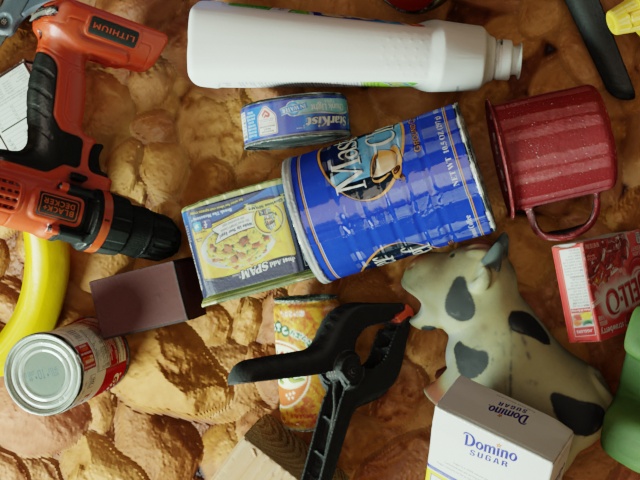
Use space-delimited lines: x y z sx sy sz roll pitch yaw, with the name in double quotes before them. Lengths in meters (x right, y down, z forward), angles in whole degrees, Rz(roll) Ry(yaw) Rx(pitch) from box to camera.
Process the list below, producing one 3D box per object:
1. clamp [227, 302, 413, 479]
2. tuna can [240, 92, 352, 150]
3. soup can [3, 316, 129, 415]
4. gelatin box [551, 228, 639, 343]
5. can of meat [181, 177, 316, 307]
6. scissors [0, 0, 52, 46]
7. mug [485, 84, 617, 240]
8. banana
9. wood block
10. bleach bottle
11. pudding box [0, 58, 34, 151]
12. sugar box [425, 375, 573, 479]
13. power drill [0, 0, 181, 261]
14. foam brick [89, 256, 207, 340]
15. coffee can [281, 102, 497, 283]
"clamp" 0.006 0.096 0.813 0.039 0.171 0.120 -5 128 47
"tuna can" -0.019 -0.093 0.839 0.086 0.086 0.034 -7 90 11
"soup can" -0.206 0.101 0.875 0.068 0.102 0.068 0 93 10
"gelatin box" 0.215 0.033 0.800 0.030 0.089 0.073 -11 89 45
"can of meat" -0.056 0.001 0.865 0.102 0.057 0.084 -15 87 10
"scissors" -0.242 -0.183 0.890 0.096 0.016 0.202 14 81 4
"mug" 0.176 -0.058 0.802 0.081 0.093 0.117 -12 87 6
"banana" -0.246 0.039 0.898 0.037 0.069 0.198 36 110 45
"wood block" -0.077 0.254 0.865 0.091 0.090 0.206 38 98 6
"bleach bottle" 0.028 -0.146 0.831 0.251 0.102 0.068 4 99 4
"pudding box" -0.254 -0.084 0.909 0.090 0.039 0.113 -29 89 9
"sugar box" 0.125 0.189 0.791 0.093 0.048 0.176 24 131 24
"power drill" -0.179 -0.085 0.855 0.057 0.184 0.187 0 76 53
"foam brick" -0.143 0.048 0.886 0.078 0.053 0.051 -14 90 11
"coffee can" 0.053 -0.035 0.819 0.140 0.102 0.103 -17 89 11
